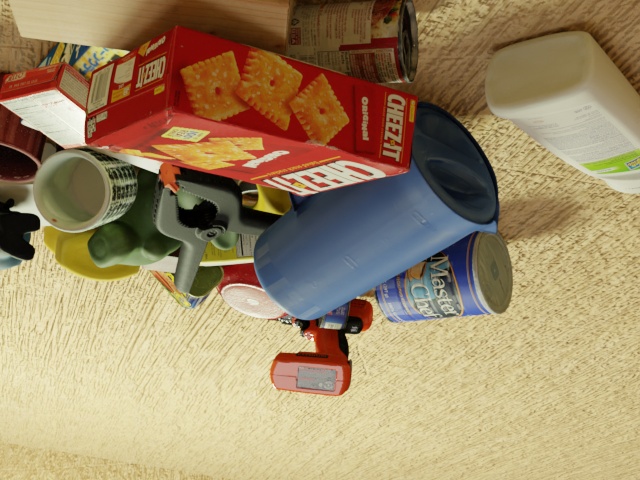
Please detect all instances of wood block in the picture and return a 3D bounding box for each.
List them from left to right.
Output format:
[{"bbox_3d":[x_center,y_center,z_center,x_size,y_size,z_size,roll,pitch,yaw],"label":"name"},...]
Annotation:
[{"bbox_3d":[-0.122,-0.199,0.801,0.206,0.091,0.090,8,157,-1],"label":"wood block"}]

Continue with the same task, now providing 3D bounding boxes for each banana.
[{"bbox_3d":[-0.064,-0.066,1.144,0.069,0.037,0.198,8,150,7],"label":"banana"}]

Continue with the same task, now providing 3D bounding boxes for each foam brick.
[{"bbox_3d":[-0.186,-0.007,1.295,0.051,0.078,0.053,8,155,-2],"label":"foam brick"}]

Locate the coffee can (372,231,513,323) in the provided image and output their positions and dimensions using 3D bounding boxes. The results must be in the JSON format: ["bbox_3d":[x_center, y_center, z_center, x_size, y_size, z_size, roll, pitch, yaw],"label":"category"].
[{"bbox_3d":[0.147,0.044,1.287,0.141,0.103,0.102,-8,153,32],"label":"coffee can"}]

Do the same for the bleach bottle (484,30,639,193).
[{"bbox_3d":[0.251,-0.099,0.973,0.103,0.068,0.250,-9,155,34],"label":"bleach bottle"}]

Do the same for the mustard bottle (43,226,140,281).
[{"bbox_3d":[-0.285,0.001,1.298,0.096,0.058,0.192,5,-171,-24],"label":"mustard bottle"}]

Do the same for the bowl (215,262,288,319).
[{"bbox_3d":[-0.080,0.058,1.410,0.162,0.055,0.162,13,150,7],"label":"bowl"}]

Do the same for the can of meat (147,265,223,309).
[{"bbox_3d":[-0.178,0.035,1.376,0.102,0.057,0.084,48,157,3],"label":"can of meat"}]

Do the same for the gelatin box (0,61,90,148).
[{"bbox_3d":[-0.224,-0.117,0.932,0.073,0.030,0.089,-5,151,33],"label":"gelatin box"}]

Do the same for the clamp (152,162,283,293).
[{"bbox_3d":[-0.123,-0.015,1.118,0.165,0.036,0.209,-29,147,13],"label":"clamp"}]

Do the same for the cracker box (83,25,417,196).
[{"bbox_3d":[-0.058,-0.093,0.843,0.213,0.072,0.164,12,169,-32],"label":"cracker box"}]

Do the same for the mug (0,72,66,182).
[{"bbox_3d":[-0.307,-0.110,1.076,0.117,0.081,0.093,26,151,-38],"label":"mug"}]

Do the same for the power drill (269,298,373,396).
[{"bbox_3d":[-0.022,0.130,1.460,0.184,0.187,0.057,4,121,3],"label":"power drill"}]

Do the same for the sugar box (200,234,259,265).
[{"bbox_3d":[-0.058,0.001,1.285,0.176,0.048,0.093,-8,179,25],"label":"sugar box"}]

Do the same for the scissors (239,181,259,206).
[{"bbox_3d":[-0.042,-0.069,1.186,0.096,0.016,0.202,9,157,-5],"label":"scissors"}]

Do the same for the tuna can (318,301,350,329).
[{"bbox_3d":[0.020,0.075,1.421,0.033,0.086,0.086,7,157,-4],"label":"tuna can"}]

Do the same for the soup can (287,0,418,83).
[{"bbox_3d":[0.024,-0.162,0.878,0.102,0.068,0.068,0,156,16],"label":"soup can"}]

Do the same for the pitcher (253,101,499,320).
[{"bbox_3d":[0.040,-0.026,1.047,0.243,0.149,0.144,-35,158,34],"label":"pitcher"}]
